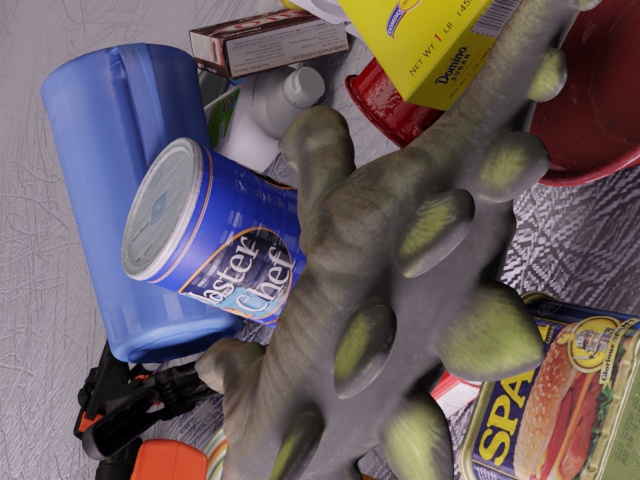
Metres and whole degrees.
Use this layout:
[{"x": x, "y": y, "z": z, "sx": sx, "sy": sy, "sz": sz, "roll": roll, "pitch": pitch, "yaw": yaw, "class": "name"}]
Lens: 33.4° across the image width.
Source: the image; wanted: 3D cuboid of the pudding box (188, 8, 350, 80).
[{"x": -0.043, "y": -0.169, "z": 0.899, "sx": 0.090, "sy": 0.113, "sz": 0.039, "roll": 30, "pitch": 136, "yaw": 62, "class": "pudding box"}]

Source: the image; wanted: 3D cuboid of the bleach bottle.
[{"x": -0.084, "y": -0.079, "z": 0.953, "sx": 0.251, "sy": 0.068, "sz": 0.102, "roll": -28, "pitch": 50, "yaw": 46, "class": "bleach bottle"}]

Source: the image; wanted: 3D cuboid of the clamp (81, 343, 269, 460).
[{"x": -0.123, "y": 0.121, "z": 0.816, "sx": 0.210, "sy": 0.164, "sz": 0.036, "roll": -18, "pitch": 93, "yaw": 63, "class": "clamp"}]

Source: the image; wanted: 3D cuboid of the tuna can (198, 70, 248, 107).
[{"x": -0.099, "y": -0.140, "z": 1.051, "sx": 0.086, "sy": 0.033, "sz": 0.086, "roll": -40, "pitch": 38, "yaw": 41, "class": "tuna can"}]

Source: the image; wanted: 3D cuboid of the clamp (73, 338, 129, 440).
[{"x": -0.190, "y": 0.122, "z": 0.961, "sx": 0.171, "sy": 0.039, "sz": 0.120, "roll": -137, "pitch": 65, "yaw": -73, "class": "clamp"}]

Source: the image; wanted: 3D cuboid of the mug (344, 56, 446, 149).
[{"x": 0.076, "y": -0.095, "z": 0.651, "sx": 0.082, "sy": 0.093, "sz": 0.117, "roll": -49, "pitch": 19, "yaw": 22, "class": "mug"}]

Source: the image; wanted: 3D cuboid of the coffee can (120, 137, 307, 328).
[{"x": -0.055, "y": 0.001, "z": 0.756, "sx": 0.103, "sy": 0.140, "sz": 0.103, "roll": -40, "pitch": 38, "yaw": 41, "class": "coffee can"}]

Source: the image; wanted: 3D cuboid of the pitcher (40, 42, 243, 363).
[{"x": -0.139, "y": -0.032, "z": 0.864, "sx": 0.145, "sy": 0.149, "sz": 0.243, "roll": -22, "pitch": 74, "yaw": 25, "class": "pitcher"}]

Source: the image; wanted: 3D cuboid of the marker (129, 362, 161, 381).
[{"x": -0.140, "y": 0.094, "z": 0.964, "sx": 0.121, "sy": 0.020, "sz": 0.020, "roll": -47, "pitch": 34, "yaw": 33, "class": "marker"}]

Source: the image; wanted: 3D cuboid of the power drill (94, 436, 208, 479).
[{"x": -0.144, "y": 0.215, "z": 0.821, "sx": 0.188, "sy": 0.057, "sz": 0.184, "roll": 132, "pitch": 148, "yaw": -53, "class": "power drill"}]

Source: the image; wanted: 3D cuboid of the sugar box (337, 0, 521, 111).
[{"x": 0.046, "y": -0.168, "z": 0.606, "sx": 0.093, "sy": 0.048, "sz": 0.176, "roll": -51, "pitch": 55, "yaw": 31, "class": "sugar box"}]

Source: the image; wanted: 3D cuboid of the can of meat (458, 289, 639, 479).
[{"x": 0.120, "y": 0.079, "z": 0.485, "sx": 0.084, "sy": 0.057, "sz": 0.102, "roll": 9, "pitch": 78, "yaw": 59, "class": "can of meat"}]
